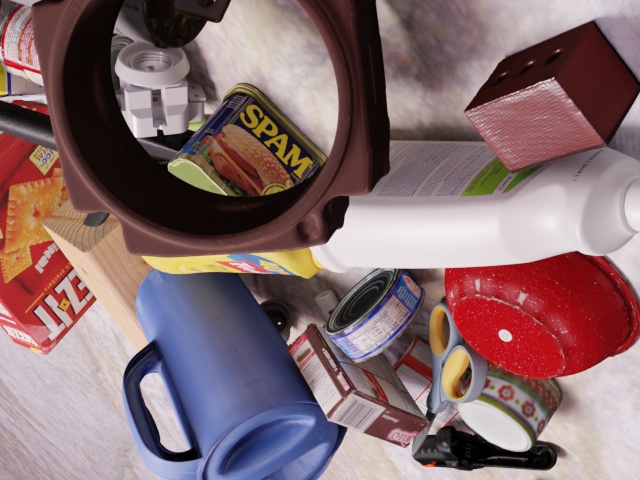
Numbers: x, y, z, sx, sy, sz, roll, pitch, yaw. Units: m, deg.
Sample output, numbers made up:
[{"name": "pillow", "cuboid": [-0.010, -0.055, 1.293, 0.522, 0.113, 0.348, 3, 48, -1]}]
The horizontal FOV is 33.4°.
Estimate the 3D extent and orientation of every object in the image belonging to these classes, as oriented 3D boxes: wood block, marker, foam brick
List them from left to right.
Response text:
[{"name": "wood block", "cuboid": [-0.187, 0.039, 1.115, 0.091, 0.090, 0.206, 28, 154, 43]}, {"name": "marker", "cuboid": [0.030, 0.103, 1.014, 0.020, 0.020, 0.121, -11, 109, 56]}, {"name": "foam brick", "cuboid": [0.132, -0.081, 0.611, 0.051, 0.053, 0.078, 46, 150, -17]}]

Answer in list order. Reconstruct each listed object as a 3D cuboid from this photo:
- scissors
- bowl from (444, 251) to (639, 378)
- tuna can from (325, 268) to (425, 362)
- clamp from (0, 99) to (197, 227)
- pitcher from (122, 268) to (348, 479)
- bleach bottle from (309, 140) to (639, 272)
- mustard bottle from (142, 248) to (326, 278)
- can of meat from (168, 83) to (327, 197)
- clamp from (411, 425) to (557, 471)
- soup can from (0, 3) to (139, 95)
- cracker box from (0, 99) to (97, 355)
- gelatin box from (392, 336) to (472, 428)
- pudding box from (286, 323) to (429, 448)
[{"name": "scissors", "cuboid": [0.099, 0.120, 0.936, 0.202, 0.016, 0.096, 119, 141, -62]}, {"name": "bowl", "cuboid": [0.151, 0.053, 0.793, 0.162, 0.055, 0.162, 28, 151, 17]}, {"name": "tuna can", "cuboid": [0.045, 0.059, 0.894, 0.033, 0.086, 0.086, 46, 152, -13]}, {"name": "clamp", "cuboid": [-0.184, -0.075, 0.911, 0.210, 0.036, 0.164, -7, 141, 39]}, {"name": "pitcher", "cuboid": [-0.097, 0.121, 0.988, 0.149, 0.145, 0.243, 39, -169, -45]}, {"name": "bleach bottle", "cuboid": [0.104, -0.020, 0.680, 0.251, 0.102, 0.068, 5, 134, 48]}, {"name": "mustard bottle", "cuboid": [-0.056, 0.002, 0.921, 0.192, 0.058, 0.096, 1, 167, 25]}, {"name": "can of meat", "cuboid": [-0.057, -0.056, 0.836, 0.102, 0.083, 0.058, 44, 152, -13]}, {"name": "clamp", "cuboid": [0.149, 0.206, 1.037, 0.120, 0.039, 0.172, 17, 165, -7]}, {"name": "soup can", "cuboid": [-0.204, -0.153, 0.876, 0.102, 0.068, 0.068, 23, 150, 25]}, {"name": "cracker box", "cuboid": [-0.299, -0.011, 1.103, 0.072, 0.164, 0.213, 17, 146, 38]}, {"name": "gelatin box", "cuboid": [0.103, 0.134, 1.002, 0.073, 0.030, 0.089, 33, 153, 5]}, {"name": "pudding box", "cuboid": [0.034, 0.127, 0.933, 0.113, 0.039, 0.090, 31, -163, -44]}]
